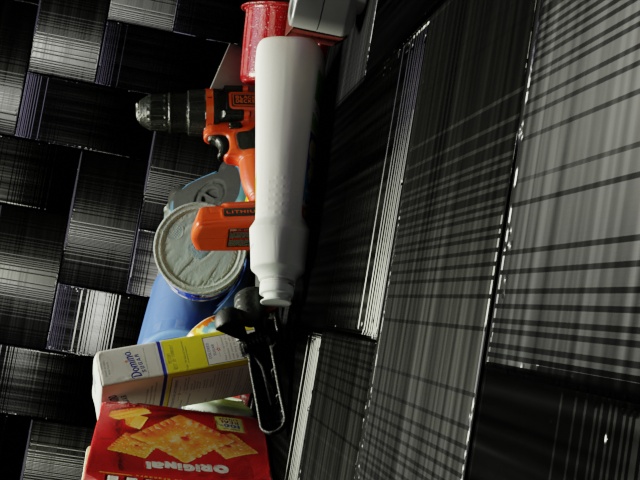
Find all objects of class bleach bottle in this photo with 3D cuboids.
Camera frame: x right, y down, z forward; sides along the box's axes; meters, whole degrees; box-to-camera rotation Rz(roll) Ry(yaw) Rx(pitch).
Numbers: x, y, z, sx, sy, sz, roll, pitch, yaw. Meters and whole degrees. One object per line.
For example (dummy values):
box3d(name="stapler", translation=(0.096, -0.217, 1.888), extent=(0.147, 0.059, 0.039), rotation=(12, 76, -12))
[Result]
box3d(name="bleach bottle", translation=(-0.034, -0.059, 1.000), extent=(0.102, 0.068, 0.251), rotation=(83, -171, -71))

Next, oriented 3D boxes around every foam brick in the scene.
box3d(name="foam brick", translation=(-0.002, -0.217, 1.009), extent=(0.078, 0.051, 0.053), rotation=(-140, 59, -80))

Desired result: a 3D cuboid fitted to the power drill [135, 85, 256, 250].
box3d(name="power drill", translation=(-0.100, -0.081, 1.114), extent=(0.057, 0.184, 0.187), rotation=(100, 166, -59))

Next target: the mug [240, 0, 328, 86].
box3d(name="mug", translation=(-0.034, -0.204, 1.129), extent=(0.117, 0.093, 0.081), rotation=(6, 91, 45))

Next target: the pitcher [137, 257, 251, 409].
box3d(name="pitcher", translation=(-0.162, 0.112, 1.369), extent=(0.243, 0.145, 0.149), rotation=(-91, 6, -72))

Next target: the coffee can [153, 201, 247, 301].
box3d(name="coffee can", translation=(-0.138, 0.016, 1.238), extent=(0.140, 0.102, 0.103), rotation=(131, 149, -81))

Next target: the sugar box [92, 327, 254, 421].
box3d(name="sugar box", translation=(-0.140, 0.133, 1.080), extent=(0.093, 0.176, 0.048), rotation=(111, 148, -55))

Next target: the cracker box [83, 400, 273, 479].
box3d(name="cracker box", translation=(-0.128, 0.218, 0.950), extent=(0.214, 0.164, 0.072), rotation=(-114, 33, -75))

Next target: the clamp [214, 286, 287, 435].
box3d(name="clamp", translation=(-0.060, 0.082, 0.956), extent=(0.171, 0.039, 0.120), rotation=(-100, -7, -64))
